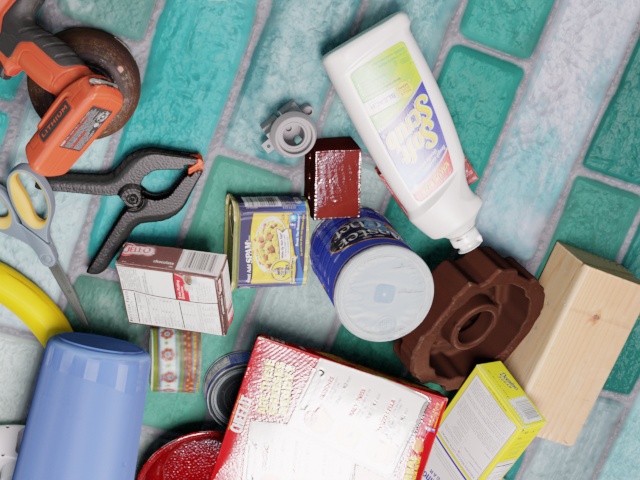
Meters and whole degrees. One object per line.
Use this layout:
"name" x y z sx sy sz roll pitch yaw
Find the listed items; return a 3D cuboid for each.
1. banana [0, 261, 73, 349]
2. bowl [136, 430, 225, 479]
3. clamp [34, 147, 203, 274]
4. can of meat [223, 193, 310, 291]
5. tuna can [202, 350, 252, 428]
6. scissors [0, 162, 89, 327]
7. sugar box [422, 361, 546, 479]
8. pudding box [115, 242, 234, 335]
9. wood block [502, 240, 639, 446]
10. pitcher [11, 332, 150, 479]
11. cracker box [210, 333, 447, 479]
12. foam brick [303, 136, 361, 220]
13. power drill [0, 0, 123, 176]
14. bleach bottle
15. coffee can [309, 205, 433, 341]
"banana" -0.323 0.066 1.119 0.197 0.037 0.070 35 118 -19
"bowl" -0.134 0.277 1.218 0.162 0.055 0.162 -4 109 -11
"clamp" -0.196 -0.037 1.107 0.171 0.039 0.120 -17 118 2
"can of meat" -0.057 0.001 1.138 0.083 0.057 0.102 -1 110 -14
"tuna can" -0.088 0.170 1.202 0.086 0.034 0.086 -4 109 -11
"scissors" -0.302 0.009 1.109 0.096 0.016 0.202 2 124 9
"sugar box" 0.176 0.230 1.216 0.048 0.093 0.176 -5 137 -36
"pudding box" -0.151 0.051 1.111 0.113 0.039 0.090 8 134 12
"wood block" 0.282 0.120 1.232 0.090 0.090 0.206 19 104 -16
"pitcher" -0.245 0.223 1.105 0.144 0.149 0.243 11 92 -21
"cracker box" 0.008 0.209 1.146 0.213 0.072 0.164 18 88 -2
"foam brick" 0.013 -0.066 1.131 0.051 0.053 0.078 -3 109 -11
"power drill" -0.286 -0.150 0.991 0.185 0.057 0.188 -47 75 16
"bleach bottle" 0.103 -0.103 1.105 0.102 0.068 0.251 -31 101 1
"coffee can" 0.050 0.032 1.125 0.102 0.140 0.103 -4 109 -11
